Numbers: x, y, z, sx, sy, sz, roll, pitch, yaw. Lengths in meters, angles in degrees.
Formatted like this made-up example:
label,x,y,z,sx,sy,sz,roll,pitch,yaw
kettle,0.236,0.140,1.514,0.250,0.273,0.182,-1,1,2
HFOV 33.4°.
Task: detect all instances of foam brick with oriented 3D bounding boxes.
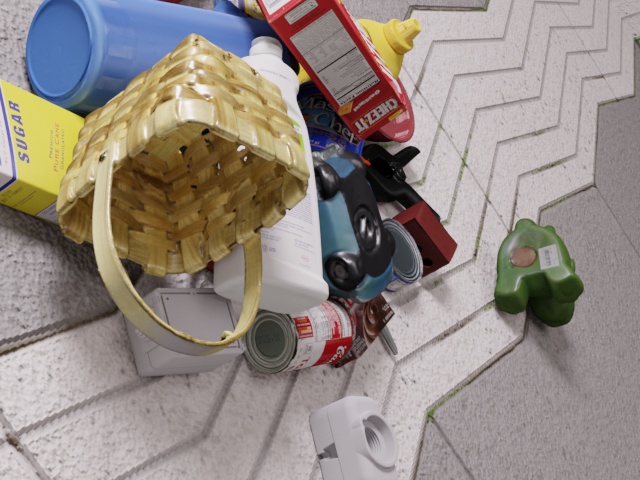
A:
label,x,y,z,sx,sy,sz,roll,pitch,yaw
foam brick,0.127,0.000,1.348,0.078,0.053,0.051,51,32,-14

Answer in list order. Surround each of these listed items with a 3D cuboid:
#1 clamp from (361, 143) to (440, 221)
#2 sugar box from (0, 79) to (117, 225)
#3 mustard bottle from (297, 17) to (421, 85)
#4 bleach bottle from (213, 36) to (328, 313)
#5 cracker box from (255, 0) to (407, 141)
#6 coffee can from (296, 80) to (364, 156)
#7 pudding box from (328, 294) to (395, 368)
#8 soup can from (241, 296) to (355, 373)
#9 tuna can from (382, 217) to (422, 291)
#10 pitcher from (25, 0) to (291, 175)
label,x,y,z,sx,sy,sz,roll,pitch,yaw
clamp,0.097,-0.073,1.379,0.171,0.039,0.120,-1,61,-52
sugar box,-0.239,-0.072,0.878,0.176,0.048,0.093,26,47,-46
mustard bottle,0.038,-0.202,1.247,0.058,0.192,0.096,13,54,-51
bleach bottle,-0.044,-0.067,0.964,0.102,0.068,0.251,19,61,-39
cracker box,-0.003,-0.227,1.094,0.213,0.072,0.164,46,15,-52
coffee can,-0.005,-0.100,1.187,0.102,0.103,0.140,45,34,-24
pudding box,0.025,0.073,1.151,0.090,0.039,0.113,56,31,-6
soup can,-0.021,0.091,1.041,0.102,0.069,0.068,-2,66,-55
tuna can,0.085,0.018,1.289,0.086,0.034,0.086,35,39,-36
pitcher,-0.149,-0.154,1.009,0.242,0.145,0.149,1,38,-51
